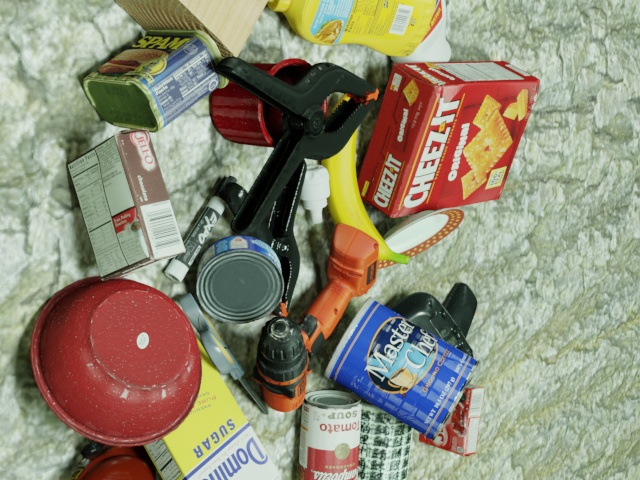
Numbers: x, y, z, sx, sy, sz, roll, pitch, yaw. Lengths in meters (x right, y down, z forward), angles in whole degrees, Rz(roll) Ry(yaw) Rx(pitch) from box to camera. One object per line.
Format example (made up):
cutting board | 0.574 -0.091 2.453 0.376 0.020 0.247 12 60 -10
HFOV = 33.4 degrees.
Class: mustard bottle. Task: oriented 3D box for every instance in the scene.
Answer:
mustard bottle | 0.021 -0.247 1.099 0.191 0.058 0.096 3 128 -26

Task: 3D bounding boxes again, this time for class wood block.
wood block | -0.087 -0.277 0.981 0.090 0.091 0.206 41 68 -42

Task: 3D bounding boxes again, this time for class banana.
banana | 0.037 -0.059 1.168 0.037 0.070 0.198 -37 109 -81

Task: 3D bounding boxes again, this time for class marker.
marker | -0.115 -0.013 1.053 0.020 0.020 0.121 47 64 -40

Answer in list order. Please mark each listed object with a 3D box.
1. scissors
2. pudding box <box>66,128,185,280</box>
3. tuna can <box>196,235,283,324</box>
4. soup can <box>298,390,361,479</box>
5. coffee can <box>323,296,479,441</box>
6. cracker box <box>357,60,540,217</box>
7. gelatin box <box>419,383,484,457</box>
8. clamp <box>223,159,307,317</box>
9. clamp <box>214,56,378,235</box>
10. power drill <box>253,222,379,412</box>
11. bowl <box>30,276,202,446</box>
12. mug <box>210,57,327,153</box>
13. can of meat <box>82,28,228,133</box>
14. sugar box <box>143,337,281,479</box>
scissors | -0.085 0.135 1.071 0.016 0.096 0.201 -32 122 -2
pudding box | -0.169 -0.030 0.918 0.039 0.090 0.113 -13 86 -41
tuna can | -0.080 0.038 1.055 0.086 0.034 0.086 -3 120 -5
soup can | 0.011 0.226 1.196 0.068 0.069 0.102 -5 100 -46
coffee can | 0.089 0.141 1.178 0.102 0.140 0.103 -58 171 -14
cracker box | 0.152 -0.120 1.242 0.213 0.072 0.164 -11 126 -46
gelatin box | 0.165 0.222 1.354 0.030 0.073 0.089 2 97 -46
clamp | -0.057 0.001 1.095 0.120 0.039 0.171 -14 109 -48
clamp | -0.020 -0.102 1.001 0.209 0.036 0.164 -22 121 -47
power drill | -0.006 0.075 1.110 0.187 0.057 0.184 -55 166 -25
bowl | -0.167 0.095 0.934 0.161 0.055 0.162 15 57 -26
mug | -0.046 -0.139 1.056 0.117 0.082 0.093 -39 124 -35
can of meat | -0.146 -0.140 0.938 0.083 0.102 0.057 -43 126 -30
sugar box | -0.119 0.171 0.989 0.093 0.176 0.048 -19 156 -43
